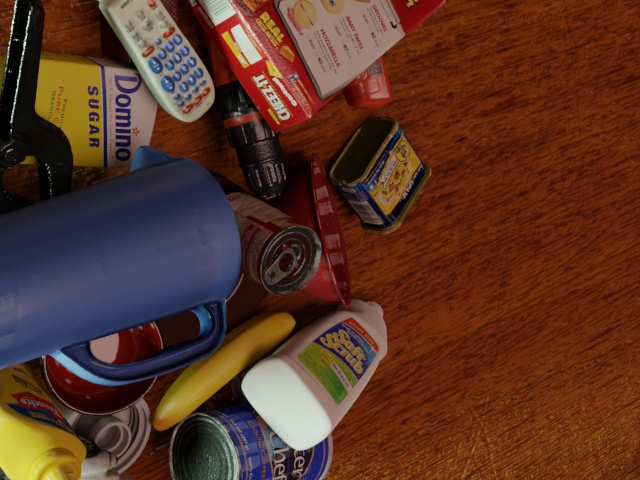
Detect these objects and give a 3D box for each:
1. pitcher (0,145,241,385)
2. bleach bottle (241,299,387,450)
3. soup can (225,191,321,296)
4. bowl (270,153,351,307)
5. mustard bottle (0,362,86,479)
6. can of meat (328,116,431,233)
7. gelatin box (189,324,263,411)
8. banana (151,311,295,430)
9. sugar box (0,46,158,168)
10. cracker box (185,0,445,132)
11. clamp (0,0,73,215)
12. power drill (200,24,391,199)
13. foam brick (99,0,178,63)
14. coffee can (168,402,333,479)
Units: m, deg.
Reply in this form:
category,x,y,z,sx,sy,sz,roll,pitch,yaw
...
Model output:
category,x,y,z,sx,sy,sz,roll,pitch,yaw
pitcher,-0.189,0.032,0.854,0.242,0.149,0.145,-20,134,-39
bleach bottle,0.011,0.120,1.147,0.102,0.068,0.250,51,29,-3
soup can,-0.056,0.001,0.986,0.068,0.102,0.068,-18,121,-33
bowl,-0.013,-0.005,1.098,0.055,0.162,0.162,-13,124,8
mustard bottle,-0.249,0.158,0.900,0.058,0.192,0.096,-51,133,-2
can of meat,0.065,-0.073,1.165,0.102,0.058,0.084,-57,132,-21
gelatin box,-0.095,0.146,1.144,0.073,0.030,0.089,-34,127,-26
banana,-0.088,0.121,1.073,0.197,0.037,0.070,-33,149,-34
sugar box,-0.225,-0.112,0.911,0.175,0.048,0.093,0,111,-39
cracker box,-0.006,-0.226,0.980,0.213,0.072,0.164,-44,107,-32
clamp,-0.261,-0.073,0.836,0.164,0.036,0.210,-33,140,-19
power drill,-0.018,-0.147,1.039,0.187,0.057,0.184,-20,100,-37
foam brick,-0.158,-0.198,0.930,0.052,0.051,0.078,-14,116,-35
coffee can,-0.070,0.218,1.100,0.140,0.103,0.103,-2,109,-49
